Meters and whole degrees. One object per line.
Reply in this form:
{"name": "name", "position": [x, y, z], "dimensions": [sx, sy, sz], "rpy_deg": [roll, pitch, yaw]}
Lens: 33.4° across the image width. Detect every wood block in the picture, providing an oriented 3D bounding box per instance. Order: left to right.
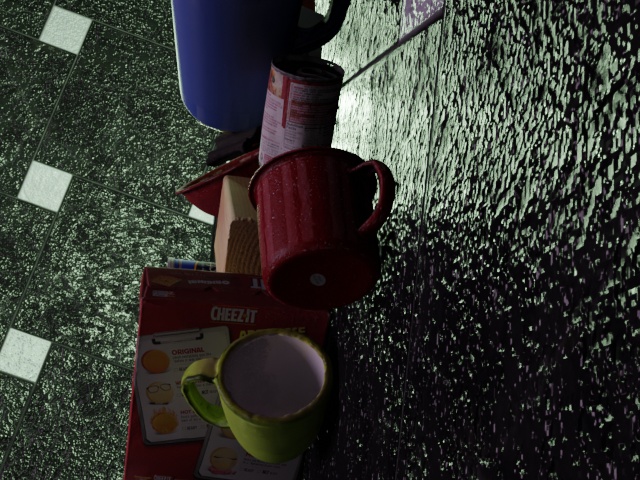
{"name": "wood block", "position": [-0.057, 0.001, 1.089], "dimensions": [0.206, 0.090, 0.090], "rpy_deg": [-113, 31, -74]}

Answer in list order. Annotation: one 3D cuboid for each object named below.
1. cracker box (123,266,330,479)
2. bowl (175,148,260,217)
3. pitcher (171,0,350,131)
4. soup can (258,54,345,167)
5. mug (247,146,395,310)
{"name": "cracker box", "position": [-0.090, 0.135, 0.969], "dimensions": [0.072, 0.164, 0.214], "rpy_deg": [-105, 22, -63]}
{"name": "bowl", "position": [-0.087, -0.069, 1.256], "dimensions": [0.055, 0.162, 0.162], "rpy_deg": [64, 176, -9]}
{"name": "pitcher", "position": [-0.069, -0.213, 1.005], "dimensions": [0.144, 0.149, 0.243], "rpy_deg": [-40, -20, -25]}
{"name": "soup can", "position": [-0.018, -0.113, 0.990], "dimensions": [0.068, 0.068, 0.102], "rpy_deg": [-100, 18, -62]}
{"name": "mug", "position": [0.007, -0.010, 0.735], "dimensions": [0.117, 0.093, 0.081], "rpy_deg": [-32, 47, 31]}
